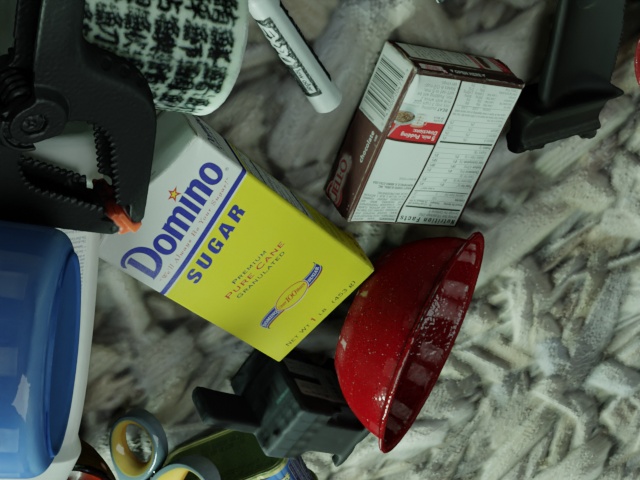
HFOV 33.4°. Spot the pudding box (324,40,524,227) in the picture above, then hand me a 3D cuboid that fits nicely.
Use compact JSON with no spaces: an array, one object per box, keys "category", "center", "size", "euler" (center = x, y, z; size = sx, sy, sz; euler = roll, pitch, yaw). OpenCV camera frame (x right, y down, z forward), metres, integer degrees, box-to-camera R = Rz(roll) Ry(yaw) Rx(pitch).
[{"category":"pudding box","center":[0.064,-0.063,0.670],"size":[0.089,0.039,0.114],"euler":[2,127,-33]}]

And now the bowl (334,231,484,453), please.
[{"category":"bowl","center":[0.054,0.059,0.723],"size":[0.162,0.055,0.162],"euler":[-56,161,-32]}]

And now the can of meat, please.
[{"category":"can of meat","center":[-0.057,0.182,0.783],"size":[0.102,0.057,0.084],"euler":[-22,134,1]}]

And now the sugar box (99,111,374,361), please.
[{"category":"sugar box","center":[-0.054,0.001,0.646],"size":[0.093,0.048,0.176],"euler":[-45,136,10]}]

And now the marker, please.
[{"category":"marker","center":[-0.021,-0.115,0.587],"size":[0.020,0.020,0.121],"euler":[-37,136,1]}]

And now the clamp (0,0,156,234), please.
[{"category":"clamp","center":[-0.118,-0.067,0.437],"size":[0.164,0.036,0.209],"euler":[-36,148,5]}]

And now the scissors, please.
[{"category":"scissors","center":[-0.141,0.183,0.758],"size":[0.202,0.096,0.016],"euler":[-36,178,40]}]

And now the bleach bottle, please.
[{"category":"bleach bottle","center":[-0.173,0.057,0.567],"size":[0.102,0.068,0.251],"euler":[-5,115,-33]}]
